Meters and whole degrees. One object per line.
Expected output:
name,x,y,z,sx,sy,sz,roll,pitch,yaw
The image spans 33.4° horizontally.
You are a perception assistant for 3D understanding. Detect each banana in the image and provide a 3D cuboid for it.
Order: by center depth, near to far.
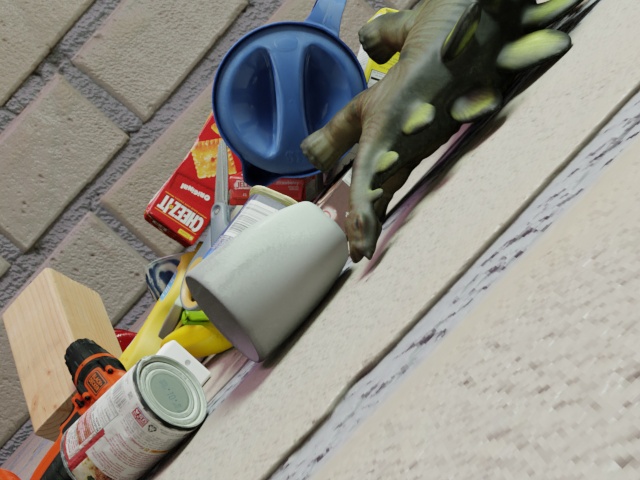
banana,-0.103,0.079,0.974,0.198,0.069,0.037,132,142,-70

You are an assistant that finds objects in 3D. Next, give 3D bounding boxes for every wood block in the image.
wood block,-0.293,0.139,1.251,0.090,0.090,0.206,-46,43,11

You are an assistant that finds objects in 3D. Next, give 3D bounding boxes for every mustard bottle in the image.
mustard bottle,-0.158,0.075,1.202,0.191,0.058,0.096,-59,0,-2

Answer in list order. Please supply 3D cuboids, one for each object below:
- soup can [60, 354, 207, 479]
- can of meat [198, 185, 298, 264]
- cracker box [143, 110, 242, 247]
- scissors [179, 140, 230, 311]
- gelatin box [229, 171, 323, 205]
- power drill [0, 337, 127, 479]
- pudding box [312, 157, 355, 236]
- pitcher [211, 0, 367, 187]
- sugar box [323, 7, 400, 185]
soup can,-0.143,0.142,0.816,0.102,0.068,0.068,-43,7,27
can of meat,-0.051,0.021,0.863,0.083,0.057,0.102,-53,-25,-28
cracker box,-0.119,-0.098,1.226,0.213,0.072,0.164,-56,7,-7
scissors,-0.109,-0.009,1.034,0.096,0.016,0.202,-42,39,20
gelatin box,-0.041,-0.053,1.022,0.089,0.073,0.030,-41,-48,-74
power drill,-0.260,0.195,1.063,0.187,0.057,0.185,-51,32,-6
pudding box,0.008,-0.021,0.947,0.113,0.039,0.090,-50,6,-29
pitcher,-0.026,-0.150,1.010,0.149,0.145,0.243,-23,12,2
sugar box,0.049,-0.136,1.060,0.093,0.048,0.176,-170,94,-82
